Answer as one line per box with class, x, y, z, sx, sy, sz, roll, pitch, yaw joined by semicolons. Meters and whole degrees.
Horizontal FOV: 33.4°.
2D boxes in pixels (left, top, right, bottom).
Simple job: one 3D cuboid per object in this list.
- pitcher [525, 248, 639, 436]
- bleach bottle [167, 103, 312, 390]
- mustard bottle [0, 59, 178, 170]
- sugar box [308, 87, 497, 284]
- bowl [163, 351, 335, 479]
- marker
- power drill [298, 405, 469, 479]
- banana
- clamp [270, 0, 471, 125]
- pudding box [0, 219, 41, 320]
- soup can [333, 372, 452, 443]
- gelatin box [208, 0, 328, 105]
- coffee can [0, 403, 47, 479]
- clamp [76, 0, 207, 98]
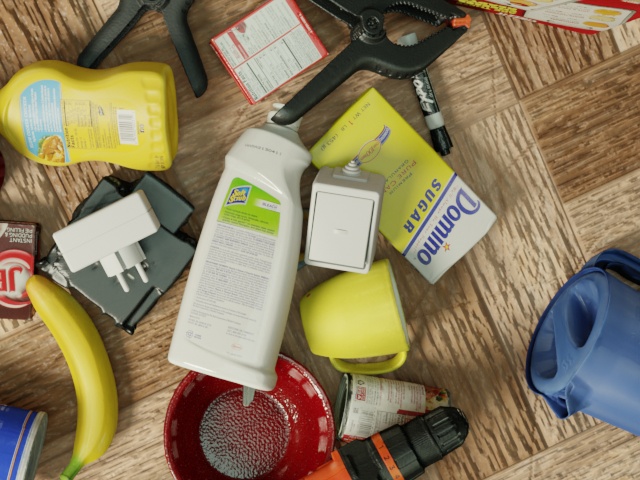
pitcher;0.333;0.124;1.026;0.242;0.145;0.149;26;105;-11
bleach bottle;-0.056;0.001;0.961;0.102;0.068;0.251;16;84;5
mustard bottle;-0.228;-0.114;0.966;0.191;0.058;0.096;2;121;4
sugar box;0.077;-0.052;1.017;0.176;0.048;0.093;44;92;-6
bowl;-0.069;0.183;1.011;0.162;0.055;0.162;2;80;-10
marker;0.101;-0.139;1.025;0.020;0.020;0.121;-20;97;-3
power drill;0.068;0.239;0.989;0.184;0.057;0.187;-27;137;0
banana;-0.226;0.123;0.999;0.037;0.069;0.198;-6;97;35
clamp;0.035;-0.201;0.974;0.209;0.036;0.164;-13;87;-18
pudding box;-0.320;0.025;0.991;0.113;0.039;0.090;4;96;-6
soup can;0.068;0.168;1.027;0.102;0.068;0.068;11;94;-6
gelatin box;-0.049;-0.180;1.001;0.089;0.030;0.073;-34;99;-1
coffee can;-0.332;0.193;0.975;0.140;0.103;0.103;14;94;-6
clamp;-0.144;-0.215;0.984;0.120;0.039;0.171;18;93;-9
